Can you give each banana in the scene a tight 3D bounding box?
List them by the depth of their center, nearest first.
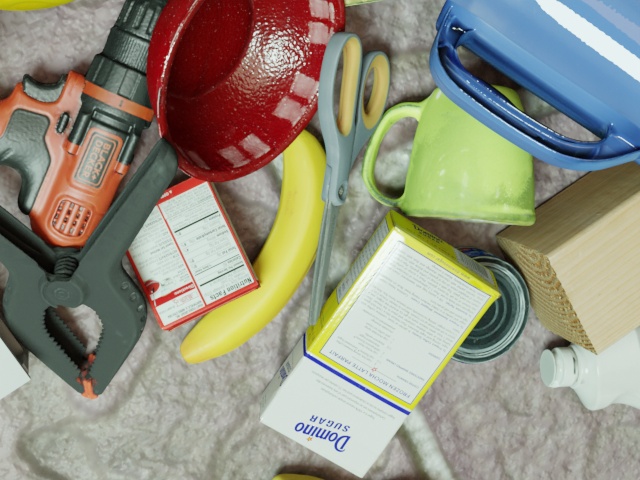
[{"bbox_3d":[-0.037,0.004,0.761,0.069,0.037,0.198,20,92,8],"label":"banana"}]

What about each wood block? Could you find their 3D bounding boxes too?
[{"bbox_3d":[0.250,-0.016,0.804,0.206,0.090,0.091,-34,107,-7],"label":"wood block"}]

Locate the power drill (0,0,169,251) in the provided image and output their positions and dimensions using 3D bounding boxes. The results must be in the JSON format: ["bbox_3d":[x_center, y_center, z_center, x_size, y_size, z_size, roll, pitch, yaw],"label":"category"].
[{"bbox_3d":[-0.199,-0.104,0.684,0.187,0.057,0.184,22,94,-18],"label":"power drill"}]

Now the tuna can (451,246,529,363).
[{"bbox_3d":[0.114,0.049,0.808,0.086,0.034,0.086,-3,101,-14],"label":"tuna can"}]

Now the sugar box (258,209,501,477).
[{"bbox_3d":[0.040,0.076,0.765,0.093,0.048,0.176,32,108,-11],"label":"sugar box"}]

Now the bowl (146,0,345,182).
[{"bbox_3d":[-0.057,-0.120,0.685,0.161,0.055,0.162,-35,144,-31],"label":"bowl"}]

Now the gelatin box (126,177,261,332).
[{"bbox_3d":[-0.092,0.008,0.731,0.073,0.030,0.089,-26,88,1],"label":"gelatin box"}]

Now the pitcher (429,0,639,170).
[{"bbox_3d":[0.200,-0.119,0.704,0.243,0.144,0.149,38,118,6],"label":"pitcher"}]

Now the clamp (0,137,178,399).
[{"bbox_3d":[-0.173,0.019,0.684,0.164,0.036,0.210,5,129,-1],"label":"clamp"}]

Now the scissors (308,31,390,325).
[{"bbox_3d":[0.020,-0.048,0.749,0.016,0.096,0.202,14,115,27],"label":"scissors"}]
